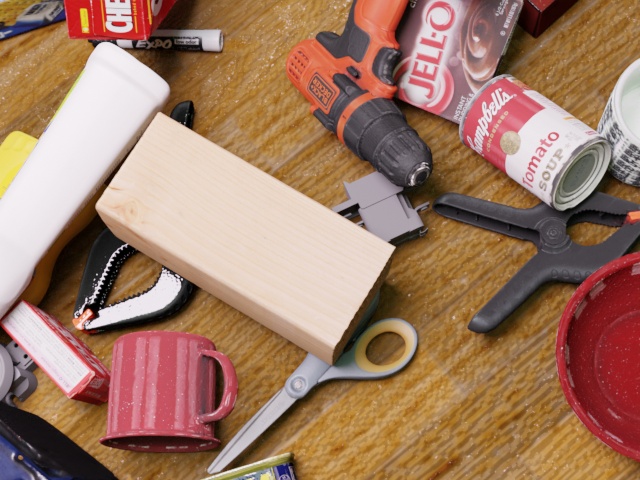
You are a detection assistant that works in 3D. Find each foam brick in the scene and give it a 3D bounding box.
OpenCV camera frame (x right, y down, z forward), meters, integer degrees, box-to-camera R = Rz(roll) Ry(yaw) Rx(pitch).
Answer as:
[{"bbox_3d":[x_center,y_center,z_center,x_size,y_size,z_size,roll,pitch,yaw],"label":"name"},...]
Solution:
[{"bbox_3d":[0.193,-0.222,0.901,0.078,0.053,0.051,-41,75,-6],"label":"foam brick"}]

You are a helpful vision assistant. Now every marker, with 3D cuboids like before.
[{"bbox_3d":[-0.147,-0.178,0.945,0.121,0.020,0.020,3,76,7],"label":"marker"}]

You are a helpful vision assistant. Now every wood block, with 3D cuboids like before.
[{"bbox_3d":[-0.056,0.001,0.820,0.206,0.090,0.090,30,77,8],"label":"wood block"}]

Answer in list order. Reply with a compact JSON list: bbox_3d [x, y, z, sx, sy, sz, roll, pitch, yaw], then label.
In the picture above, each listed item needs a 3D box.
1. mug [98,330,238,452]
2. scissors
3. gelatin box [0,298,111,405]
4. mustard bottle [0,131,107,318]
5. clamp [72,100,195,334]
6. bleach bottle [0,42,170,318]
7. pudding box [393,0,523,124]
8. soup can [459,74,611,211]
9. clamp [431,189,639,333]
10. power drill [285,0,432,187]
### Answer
[{"bbox_3d":[-0.113,0.116,0.824,0.117,0.093,0.081,-13,67,34],"label":"mug"},{"bbox_3d":[0.003,0.119,0.844,0.096,0.016,0.201,29,74,8],"label":"scissors"},{"bbox_3d":[-0.207,0.091,0.854,0.089,0.073,0.030,42,83,14],"label":"gelatin box"},{"bbox_3d":[-0.265,0.011,0.889,0.096,0.058,0.191,30,80,6],"label":"mustard bottle"},{"bbox_3d":[-0.116,0.005,0.886,0.164,0.036,0.210,37,81,12],"label":"clamp"},{"bbox_3d":[-0.213,-0.028,0.816,0.068,0.103,0.250,35,80,-10],"label":"bleach bottle"},{"bbox_3d":[0.106,-0.161,0.883,0.090,0.039,0.113,24,103,11],"label":"pudding box"},{"bbox_3d":[0.169,-0.077,0.844,0.068,0.068,0.102,-44,57,-6],"label":"soup can"},{"bbox_3d":[0.175,-0.006,0.856,0.171,0.039,0.120,-20,73,-7],"label":"clamp"},{"bbox_3d":[0.060,-0.157,0.834,0.185,0.057,0.188,49,119,37],"label":"power drill"}]
